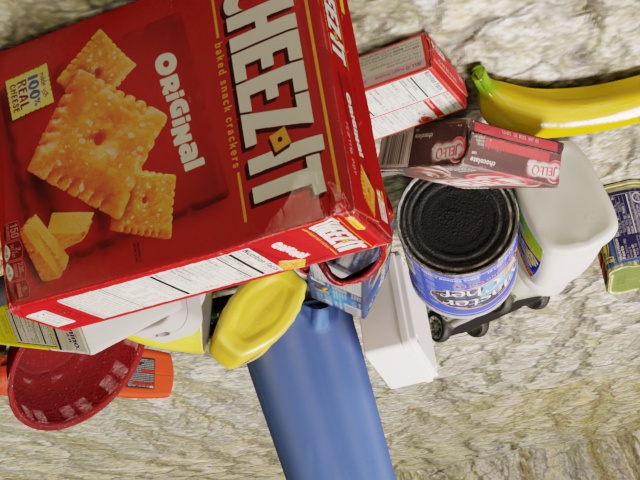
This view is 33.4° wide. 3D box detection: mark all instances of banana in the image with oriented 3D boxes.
[{"bbox_3d":[0.197,-0.103,0.786,0.197,0.037,0.070,-5,162,-12],"label":"banana"}]

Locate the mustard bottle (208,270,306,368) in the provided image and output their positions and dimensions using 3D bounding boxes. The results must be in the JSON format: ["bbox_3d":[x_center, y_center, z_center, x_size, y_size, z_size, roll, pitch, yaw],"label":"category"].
[{"bbox_3d":[-0.067,0.081,1.040,0.096,0.058,0.192,-50,180,-15],"label":"mustard bottle"}]

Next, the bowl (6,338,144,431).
[{"bbox_3d":[-0.255,0.108,1.069,0.161,0.055,0.162,-31,138,-33],"label":"bowl"}]

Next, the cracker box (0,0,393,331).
[{"bbox_3d":[-0.082,-0.055,0.607,0.214,0.164,0.072,-16,161,18],"label":"cracker box"}]

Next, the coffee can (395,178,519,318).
[{"bbox_3d":[0.124,0.003,0.948,0.103,0.103,0.140,-11,160,6],"label":"coffee can"}]

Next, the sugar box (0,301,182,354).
[{"bbox_3d":[-0.203,0.053,0.875,0.093,0.048,0.177,-28,-165,-40],"label":"sugar box"}]

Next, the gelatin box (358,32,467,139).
[{"bbox_3d":[0.047,-0.103,0.731,0.089,0.030,0.073,-18,157,22],"label":"gelatin box"}]

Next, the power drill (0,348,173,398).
[{"bbox_3d":[-0.264,0.159,1.233,0.188,0.057,0.184,-9,168,30],"label":"power drill"}]

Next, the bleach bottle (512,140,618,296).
[{"bbox_3d":[0.214,0.002,0.986,0.068,0.102,0.251,-20,159,0],"label":"bleach bottle"}]

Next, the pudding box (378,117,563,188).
[{"bbox_3d":[0.108,-0.062,0.789,0.089,0.039,0.114,11,179,-29],"label":"pudding box"}]

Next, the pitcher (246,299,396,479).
[{"bbox_3d":[-0.001,0.193,1.159,0.145,0.243,0.149,-23,161,17],"label":"pitcher"}]
